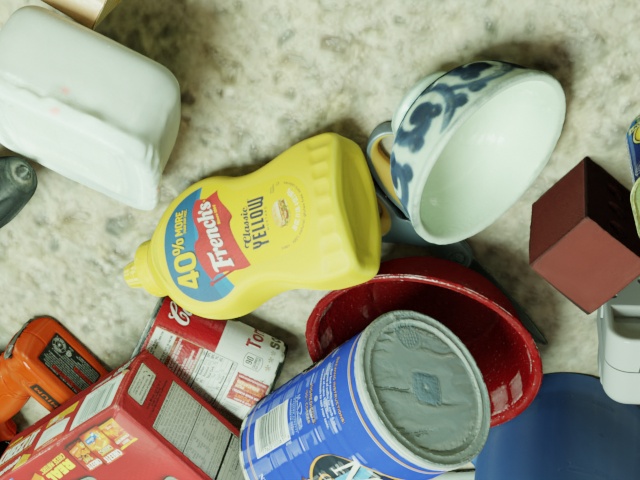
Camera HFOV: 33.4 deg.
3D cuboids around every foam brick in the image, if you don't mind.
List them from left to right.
[{"bbox_3d":[0.168,-0.004,0.671,0.053,0.078,0.051,37,123,-13],"label":"foam brick"}]

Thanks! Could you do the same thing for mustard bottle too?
[{"bbox_3d":[-0.055,0.001,0.711,0.192,0.058,0.096,-17,73,30],"label":"mustard bottle"}]

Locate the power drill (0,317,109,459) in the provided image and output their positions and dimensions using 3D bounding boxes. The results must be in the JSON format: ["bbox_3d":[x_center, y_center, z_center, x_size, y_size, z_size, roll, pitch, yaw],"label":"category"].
[{"bbox_3d":[-0.246,0.157,0.868,0.188,0.057,0.184,-32,111,27],"label":"power drill"}]

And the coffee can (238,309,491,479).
[{"bbox_3d":[0.026,0.120,0.693,0.102,0.102,0.141,38,134,-13],"label":"coffee can"}]

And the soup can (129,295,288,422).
[{"bbox_3d":[-0.083,0.086,0.784,0.102,0.068,0.069,25,123,-6],"label":"soup can"}]

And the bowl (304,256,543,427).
[{"bbox_3d":[0.074,0.062,0.734,0.162,0.055,0.162,11,137,10],"label":"bowl"}]

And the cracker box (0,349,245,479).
[{"bbox_3d":[-0.112,0.197,0.780,0.164,0.072,0.213,-34,111,31],"label":"cracker box"}]

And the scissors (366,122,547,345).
[{"bbox_3d":[0.074,0.010,0.736,0.096,0.016,0.201,-20,117,24],"label":"scissors"}]
